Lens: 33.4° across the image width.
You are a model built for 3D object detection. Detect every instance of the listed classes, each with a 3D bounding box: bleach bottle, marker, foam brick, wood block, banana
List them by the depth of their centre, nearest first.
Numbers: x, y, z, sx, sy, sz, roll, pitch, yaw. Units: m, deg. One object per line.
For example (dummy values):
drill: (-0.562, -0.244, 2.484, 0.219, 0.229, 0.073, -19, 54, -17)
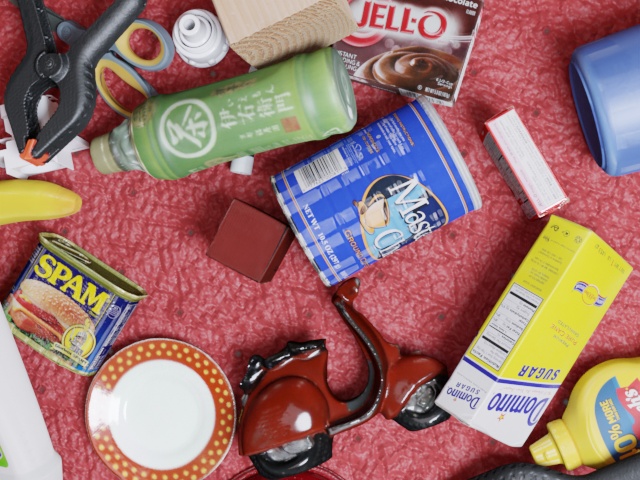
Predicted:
wood block: (-0.055, -0.253, 0.868, 0.091, 0.090, 0.206, -25, 77, 13)
foam brick: (-0.056, 0.001, 0.881, 0.051, 0.078, 0.053, 28, 90, 4)
bleach bottle: (-0.279, 0.133, 0.884, 0.103, 0.067, 0.251, -5, 109, 42)
marker: (-0.058, -0.117, 0.916, 0.020, 0.020, 0.121, 10, 88, 6)
banana: (-0.301, -0.010, 0.924, 0.198, 0.037, 0.069, -29, 84, 7)

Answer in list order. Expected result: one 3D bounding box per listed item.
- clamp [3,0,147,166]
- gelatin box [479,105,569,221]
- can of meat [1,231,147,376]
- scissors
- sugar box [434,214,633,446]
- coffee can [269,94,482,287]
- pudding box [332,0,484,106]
clamp: (-0.207, -0.146, 0.884, 0.120, 0.039, 0.171, 3, 84, 20)
gelatin box: (0.164, -0.060, 0.864, 0.030, 0.073, 0.089, -31, 85, 4)
can of meat: (-0.213, 0.055, 0.905, 0.102, 0.057, 0.084, 32, 94, 7)
scissors: (-0.201, -0.189, 0.921, 0.202, 0.016, 0.096, 47, 118, 6)
sugar box: (0.171, 0.075, 0.846, 0.048, 0.093, 0.176, 29, 90, 42)
coffee can: (0.044, -0.039, 0.860, 0.140, 0.103, 0.103, -28, 85, 4)
pudding box: (0.071, -0.169, 0.895, 0.113, 0.039, 0.090, 17, 89, 7)
